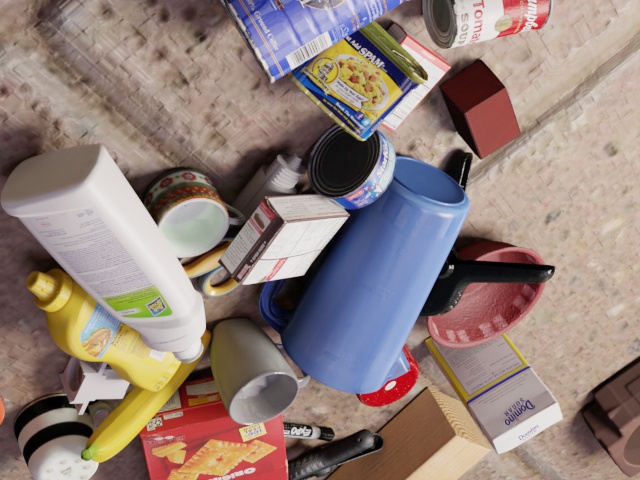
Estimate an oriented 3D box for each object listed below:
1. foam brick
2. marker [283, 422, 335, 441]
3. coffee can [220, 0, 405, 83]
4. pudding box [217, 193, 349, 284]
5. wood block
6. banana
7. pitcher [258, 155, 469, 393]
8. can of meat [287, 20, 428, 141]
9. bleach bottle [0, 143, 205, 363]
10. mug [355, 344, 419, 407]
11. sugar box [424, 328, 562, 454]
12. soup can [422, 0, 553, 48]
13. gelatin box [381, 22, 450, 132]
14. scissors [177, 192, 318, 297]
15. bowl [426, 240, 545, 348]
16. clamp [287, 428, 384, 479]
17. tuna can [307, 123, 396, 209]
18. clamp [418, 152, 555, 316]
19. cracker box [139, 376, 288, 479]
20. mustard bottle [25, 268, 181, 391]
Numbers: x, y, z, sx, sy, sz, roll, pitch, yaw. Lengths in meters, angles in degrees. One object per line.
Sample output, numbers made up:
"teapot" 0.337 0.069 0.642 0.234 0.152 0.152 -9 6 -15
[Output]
"foam brick" 0.164 -0.133 1.091 0.051 0.053 0.078 -31 138 0
"marker" -0.029 0.244 1.368 0.120 0.020 0.020 14 122 -38
"coffee can" -0.007 -0.210 0.881 0.140 0.103 0.102 -31 138 1
"pudding box" -0.035 -0.003 1.055 0.113 0.039 0.090 -9 141 -56
"wood block" 0.118 0.309 1.461 0.206 0.091 0.090 -45 137 15
"banana" -0.188 0.173 1.151 0.197 0.037 0.070 -49 -171 -30
"pitcher" 0.050 0.031 1.140 0.148 0.145 0.243 -3 129 -44
"can of meat" 0.033 -0.152 0.970 0.102 0.057 0.084 41 109 -10
"bleach bottle" -0.183 0.027 0.987 0.103 0.068 0.250 -10 132 21
"mug" 0.056 0.144 1.273 0.117 0.081 0.093 2 129 -32
"sugar box" 0.211 0.171 1.317 0.093 0.176 0.048 -29 138 -2
"soup can" 0.154 -0.220 0.990 0.102 0.068 0.068 -15 136 -16
"gelatin box" 0.070 -0.157 1.031 0.073 0.030 0.089 24 116 -44
"scissors" -0.057 0.001 1.121 0.201 0.016 0.096 -22 139 -10
"bowl" 0.189 0.054 1.283 0.162 0.055 0.162 -16 136 -16
"clamp" 0.007 0.289 1.406 0.172 0.039 0.120 -24 158 14
"tuna can" 0.031 -0.074 1.046 0.086 0.086 0.033 -43 138 13
"clamp" 0.137 0.012 1.187 0.210 0.164 0.036 -33 171 33
"cracker box" -0.125 0.252 1.267 0.164 0.072 0.214 -11 135 -9
"mustard bottle" -0.213 0.076 1.057 0.191 0.058 0.096 36 73 -45
